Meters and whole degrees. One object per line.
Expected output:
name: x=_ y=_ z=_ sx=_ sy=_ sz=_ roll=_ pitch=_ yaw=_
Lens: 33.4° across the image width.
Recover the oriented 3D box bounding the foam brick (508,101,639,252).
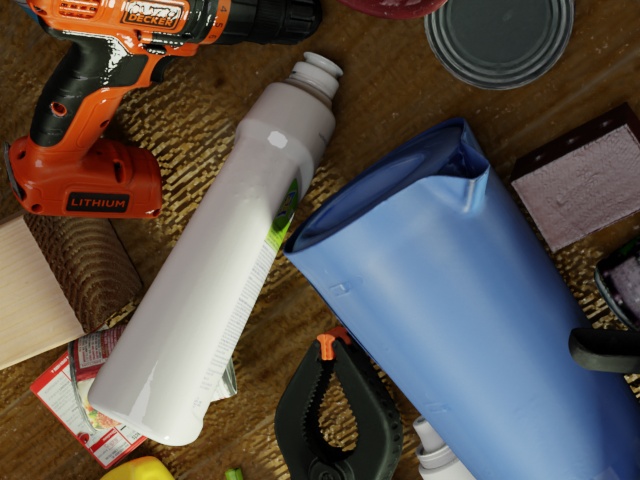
foam brick: x=0.160 y=-0.038 z=0.633 sx=0.078 sy=0.053 sz=0.051 roll=-28 pitch=99 yaw=23

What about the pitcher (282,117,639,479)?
pitcher: x=0.092 y=0.059 z=0.658 sx=0.145 sy=0.149 sz=0.243 roll=-35 pitch=100 yaw=9

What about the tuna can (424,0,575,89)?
tuna can: x=0.105 y=-0.134 z=0.625 sx=0.086 sy=0.033 sz=0.086 roll=6 pitch=111 yaw=15

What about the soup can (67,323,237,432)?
soup can: x=-0.115 y=0.087 z=0.738 sx=0.102 sy=0.068 sz=0.068 roll=-14 pitch=106 yaw=-1

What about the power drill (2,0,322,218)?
power drill: x=-0.107 y=-0.097 z=0.660 sx=0.184 sy=0.057 sz=0.188 roll=3 pitch=134 yaw=-31

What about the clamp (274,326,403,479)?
clamp: x=0.004 y=0.167 z=0.746 sx=0.165 sy=0.036 sz=0.210 roll=-7 pitch=94 yaw=26

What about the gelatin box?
gelatin box: x=-0.161 y=0.117 z=0.801 sx=0.073 sy=0.030 sz=0.089 roll=-41 pitch=94 yaw=24

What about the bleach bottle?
bleach bottle: x=-0.054 y=0.001 z=0.665 sx=0.068 sy=0.102 sz=0.251 roll=27 pitch=84 yaw=5

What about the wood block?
wood block: x=-0.246 y=0.044 z=0.767 sx=0.206 sy=0.090 sz=0.091 roll=-22 pitch=101 yaw=23
